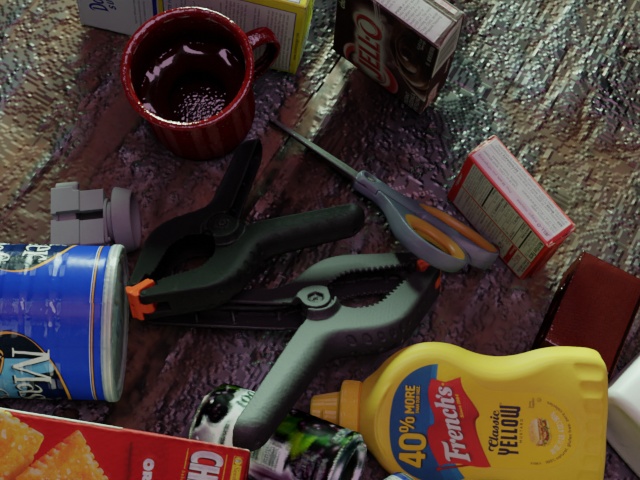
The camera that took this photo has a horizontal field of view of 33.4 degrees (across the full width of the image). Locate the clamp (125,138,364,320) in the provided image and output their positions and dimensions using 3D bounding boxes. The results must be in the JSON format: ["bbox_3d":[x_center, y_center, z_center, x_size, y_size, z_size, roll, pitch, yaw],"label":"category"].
[{"bbox_3d":[-0.055,0.001,0.735,0.120,0.039,0.171,23,55,31],"label":"clamp"}]

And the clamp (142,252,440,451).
[{"bbox_3d":[-0.012,0.050,0.729,0.209,0.036,0.165,-25,41,-28],"label":"clamp"}]

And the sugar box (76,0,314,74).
[{"bbox_3d":[-0.094,-0.183,0.800,0.176,0.093,0.048,16,66,1],"label":"sugar box"}]

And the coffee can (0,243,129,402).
[{"bbox_3d":[-0.200,0.052,0.693,0.140,0.103,0.103,2,69,-4],"label":"coffee can"}]

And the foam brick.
[{"bbox_3d":[0.187,0.059,0.753,0.051,0.053,0.078,27,68,5],"label":"foam brick"}]

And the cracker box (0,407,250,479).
[{"bbox_3d":[-0.153,0.150,0.626,0.213,0.164,0.072,10,70,-1],"label":"cracker box"}]

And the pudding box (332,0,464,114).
[{"bbox_3d":[0.055,-0.153,0.791,0.090,0.113,0.039,37,73,10],"label":"pudding box"}]

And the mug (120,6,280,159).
[{"bbox_3d":[-0.081,-0.115,0.774,0.117,0.081,0.093,-35,76,-7],"label":"mug"}]

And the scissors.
[{"bbox_3d":[0.036,-0.032,0.767,0.202,0.096,0.016,30,111,5],"label":"scissors"}]

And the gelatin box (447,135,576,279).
[{"bbox_3d":[0.136,-0.022,0.768,0.030,0.073,0.089,-36,76,-17],"label":"gelatin box"}]

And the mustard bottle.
[{"bbox_3d":[0.089,0.116,0.706,0.192,0.058,0.096,2,99,8],"label":"mustard bottle"}]
